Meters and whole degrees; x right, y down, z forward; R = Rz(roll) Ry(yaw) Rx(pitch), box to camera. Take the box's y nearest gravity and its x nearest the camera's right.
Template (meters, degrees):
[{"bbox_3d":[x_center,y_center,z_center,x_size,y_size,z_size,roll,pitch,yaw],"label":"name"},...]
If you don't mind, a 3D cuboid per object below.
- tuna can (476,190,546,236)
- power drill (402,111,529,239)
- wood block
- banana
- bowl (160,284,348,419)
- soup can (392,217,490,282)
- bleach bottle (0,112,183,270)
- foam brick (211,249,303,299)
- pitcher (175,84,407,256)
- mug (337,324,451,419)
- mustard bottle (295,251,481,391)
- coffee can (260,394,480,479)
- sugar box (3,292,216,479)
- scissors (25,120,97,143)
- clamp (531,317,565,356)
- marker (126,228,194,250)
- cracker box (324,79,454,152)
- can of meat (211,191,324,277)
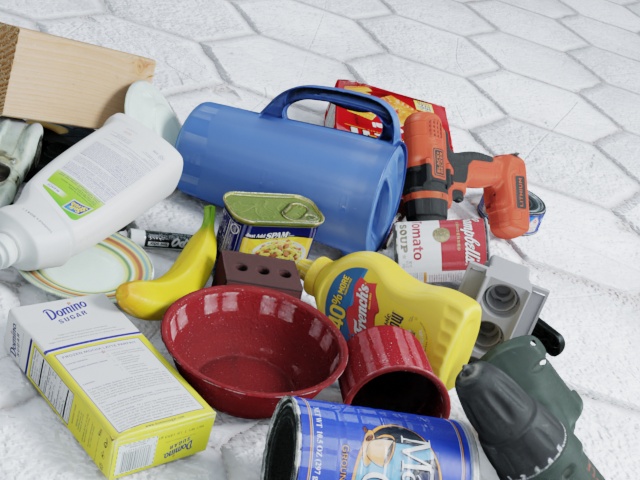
[{"bbox_3d":[0.251,-0.043,1.396,0.086,0.034,0.086,14,28,-8],"label":"tuna can"},{"bbox_3d":[0.173,-0.051,1.278,0.187,0.184,0.058,11,-17,-41],"label":"power drill"},{"bbox_3d":[-0.285,-0.175,1.152,0.090,0.091,0.205,17,9,30],"label":"wood block"},{"bbox_3d":[-0.139,0.034,0.993,0.037,0.069,0.197,-8,21,20],"label":"banana"},{"bbox_3d":[-0.060,0.104,0.918,0.162,0.055,0.162,10,28,-6],"label":"bowl"},{"bbox_3d":[0.131,0.011,1.162,0.102,0.068,0.068,-3,28,5],"label":"soup can"},{"bbox_3d":[-0.237,-0.040,1.017,0.102,0.068,0.250,33,35,10],"label":"bleach bottle"},{"bbox_3d":[-0.062,0.049,1.027,0.078,0.051,0.053,9,30,-18],"label":"foam brick"},{"bbox_3d":[-0.031,-0.083,1.168,0.243,0.145,0.149,17,61,14],"label":"pitcher"},{"bbox_3d":[0.066,0.133,0.926,0.117,0.093,0.081,42,14,-23],"label":"mug"},{"bbox_3d":[0.054,0.064,1.016,0.192,0.096,0.058,27,26,29],"label":"mustard bottle"},{"bbox_3d":[0.035,0.176,0.800,0.140,0.103,0.103,10,29,-14],"label":"coffee can"},{"bbox_3d":[-0.173,0.111,0.857,0.093,0.048,0.176,-9,34,-41],"label":"sugar box"},{"bbox_3d":[-0.259,-0.112,1.234,0.202,0.016,0.096,23,25,11],"label":"scissors"},{"bbox_3d":[0.183,0.071,1.148,0.120,0.039,0.171,11,21,-12],"label":"clamp"},{"bbox_3d":[-0.138,0.002,1.100,0.121,0.020,0.020,5,30,-23],"label":"marker"},{"bbox_3d":[0.089,-0.131,1.420,0.164,0.072,0.213,15,29,-6],"label":"cracker box"},{"bbox_3d":[-0.057,0.001,1.080,0.101,0.084,0.057,1,32,-29],"label":"can of meat"}]
